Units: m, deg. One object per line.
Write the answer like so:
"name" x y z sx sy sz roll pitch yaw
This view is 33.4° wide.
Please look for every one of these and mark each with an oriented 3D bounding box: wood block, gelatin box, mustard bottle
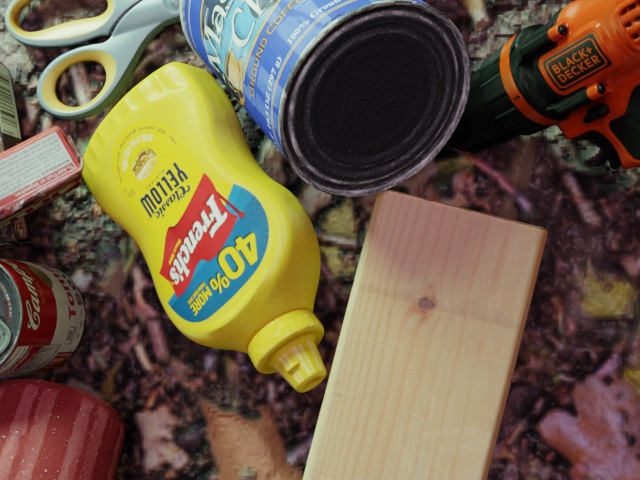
"wood block" 0.051 0.087 0.570 0.091 0.090 0.206 15 87 9
"gelatin box" -0.174 -0.025 0.581 0.089 0.073 0.030 -30 93 -15
"mustard bottle" -0.054 0.001 0.581 0.096 0.058 0.192 -44 66 20

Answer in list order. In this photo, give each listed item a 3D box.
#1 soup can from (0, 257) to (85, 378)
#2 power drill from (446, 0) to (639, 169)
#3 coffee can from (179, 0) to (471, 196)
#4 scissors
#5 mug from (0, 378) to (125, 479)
"soup can" -0.179 0.043 0.597 0.068 0.102 0.068 -1 85 7
"power drill" 0.161 -0.034 0.551 0.057 0.185 0.187 -40 97 -35
"coffee can" -0.002 -0.101 0.554 0.103 0.102 0.140 -41 43 2
"scissors" -0.093 -0.123 0.644 0.202 0.016 0.096 -1 87 7
"mug" -0.166 0.129 0.589 0.117 0.093 0.081 -4 54 22
